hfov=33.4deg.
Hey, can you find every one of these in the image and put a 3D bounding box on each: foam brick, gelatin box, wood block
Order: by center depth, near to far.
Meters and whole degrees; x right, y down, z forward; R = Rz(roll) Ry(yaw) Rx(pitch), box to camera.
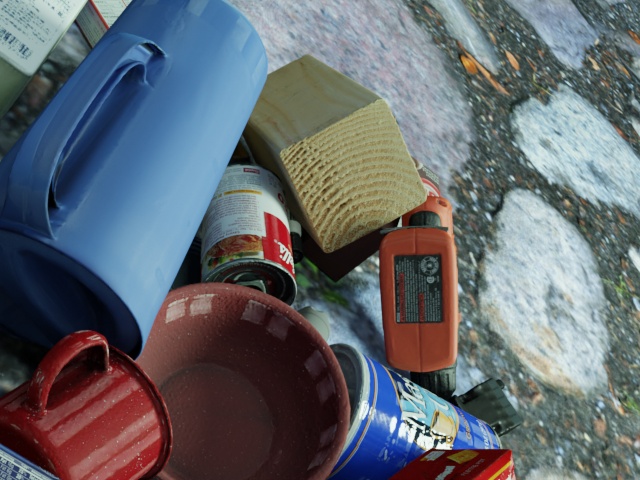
[{"bbox_3d":[-0.002,-0.078,0.866,0.091,0.090,0.206,64,-6,-23],"label":"wood block"},{"bbox_3d":[-0.176,-0.189,0.937,0.073,0.030,0.089,-15,68,-55],"label":"gelatin box"},{"bbox_3d":[0.026,-0.012,0.950,0.051,0.078,0.053,43,32,-13],"label":"foam brick"}]

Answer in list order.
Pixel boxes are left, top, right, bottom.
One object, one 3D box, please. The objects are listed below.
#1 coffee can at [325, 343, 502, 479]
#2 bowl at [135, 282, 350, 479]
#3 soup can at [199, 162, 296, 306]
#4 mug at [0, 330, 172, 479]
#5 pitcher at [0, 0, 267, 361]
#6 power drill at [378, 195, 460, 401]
[{"bbox_3d":[0.048,0.150,0.778,0.140,0.103,0.103,32,35,-27],"label":"coffee can"},{"bbox_3d":[-0.064,0.109,0.701,0.162,0.055,0.162,13,53,-17],"label":"bowl"},{"bbox_3d":[-0.055,0.001,0.776,0.068,0.069,0.102,27,36,-31],"label":"soup can"},{"bbox_3d":[-0.141,0.104,0.588,0.093,0.117,0.081,26,31,20],"label":"mug"},{"bbox_3d":[-0.123,-0.056,0.669,0.145,0.149,0.242,45,51,-28],"label":"pitcher"},{"bbox_3d":[0.084,0.055,0.861,0.187,0.057,0.184,-15,101,-83],"label":"power drill"}]
